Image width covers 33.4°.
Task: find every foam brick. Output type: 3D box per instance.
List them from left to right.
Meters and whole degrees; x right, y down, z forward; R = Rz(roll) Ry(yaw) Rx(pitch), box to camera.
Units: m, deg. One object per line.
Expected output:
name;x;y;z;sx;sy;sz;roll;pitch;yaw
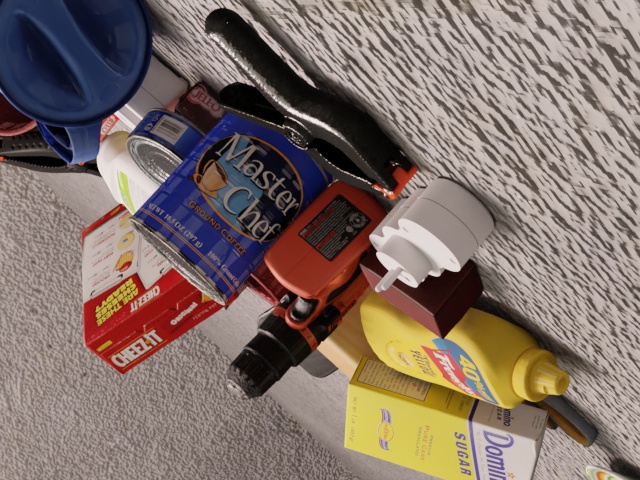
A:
foam brick;0.079;0.029;0.832;0.078;0.053;0.051;36;167;30

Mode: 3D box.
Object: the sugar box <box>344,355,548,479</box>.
sugar box;0.112;0.173;0.973;0.176;0.048;0.093;16;132;18

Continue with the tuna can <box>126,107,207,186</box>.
tuna can;-0.127;-0.074;0.933;0.086;0.033;0.086;29;156;14

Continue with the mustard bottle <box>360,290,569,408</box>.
mustard bottle;0.122;0.092;0.877;0.192;0.058;0.096;14;144;49

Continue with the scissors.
scissors;0.165;0.115;0.961;0.202;0.016;0.096;41;166;-2

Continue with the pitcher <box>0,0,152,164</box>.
pitcher;-0.248;-0.174;0.933;0.144;0.149;0.243;33;178;-33

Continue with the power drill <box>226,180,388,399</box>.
power drill;-0.011;0.043;0.897;0.057;0.184;0.188;38;159;11

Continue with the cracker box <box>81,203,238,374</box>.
cracker box;-0.186;0.025;1.203;0.072;0.164;0.214;47;-166;-36

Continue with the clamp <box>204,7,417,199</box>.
clamp;-0.012;-0.084;0.744;0.171;0.039;0.120;40;170;4

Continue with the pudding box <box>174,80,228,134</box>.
pudding box;-0.082;-0.085;0.966;0.113;0.039;0.090;43;168;-1

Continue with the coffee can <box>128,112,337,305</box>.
coffee can;-0.068;-0.034;0.852;0.103;0.140;0.103;39;169;9

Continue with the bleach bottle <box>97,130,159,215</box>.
bleach bottle;-0.166;-0.055;1.077;0.251;0.068;0.102;38;143;45

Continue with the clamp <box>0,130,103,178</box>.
clamp;-0.272;-0.101;1.233;0.209;0.036;0.165;7;164;-26

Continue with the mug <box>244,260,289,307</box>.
mug;-0.057;0.001;1.092;0.117;0.081;0.093;46;168;-24
